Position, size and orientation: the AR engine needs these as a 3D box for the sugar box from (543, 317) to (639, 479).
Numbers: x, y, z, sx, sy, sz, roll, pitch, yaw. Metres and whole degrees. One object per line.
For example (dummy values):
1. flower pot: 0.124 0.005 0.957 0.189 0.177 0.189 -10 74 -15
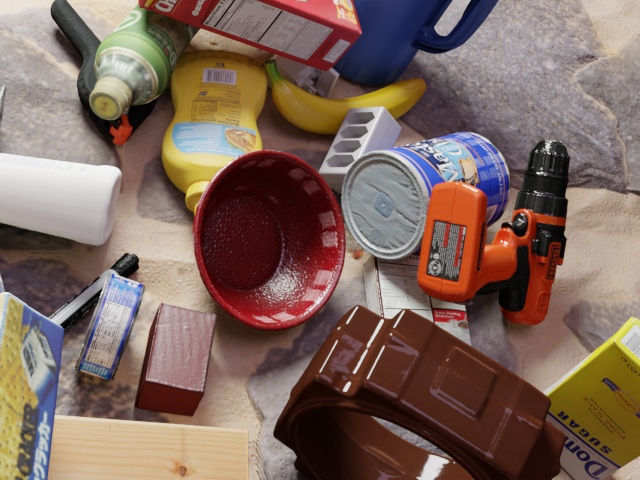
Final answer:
1. sugar box: 0.254 0.148 0.939 0.093 0.176 0.048 46 53 12

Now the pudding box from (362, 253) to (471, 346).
1. pudding box: 0.092 0.066 1.017 0.090 0.039 0.113 5 54 -15

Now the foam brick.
1. foam brick: -0.122 0.101 0.903 0.051 0.053 0.078 15 55 -12

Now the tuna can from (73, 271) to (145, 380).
1. tuna can: -0.174 0.071 0.883 0.033 0.086 0.086 20 54 -10

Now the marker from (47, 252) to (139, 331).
1. marker: -0.201 0.049 0.928 0.020 0.020 0.121 41 54 7

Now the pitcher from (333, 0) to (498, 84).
1. pitcher: 0.089 -0.266 1.102 0.145 0.243 0.149 15 55 -12

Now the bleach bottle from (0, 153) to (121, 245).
1. bleach bottle: -0.303 -0.051 0.918 0.250 0.102 0.068 10 96 -7

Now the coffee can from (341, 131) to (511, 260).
1. coffee can: 0.103 -0.046 1.032 0.140 0.103 0.103 -17 65 -46

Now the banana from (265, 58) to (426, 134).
1. banana: 0.026 -0.143 1.111 0.197 0.070 0.037 1 29 -34

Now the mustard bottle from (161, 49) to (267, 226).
1. mustard bottle: -0.103 -0.096 1.033 0.096 0.058 0.191 6 57 -6

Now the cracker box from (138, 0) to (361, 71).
1. cracker box: -0.076 -0.269 1.043 0.213 0.072 0.164 13 49 -32

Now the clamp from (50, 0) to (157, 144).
1. clamp: -0.212 -0.174 1.055 0.120 0.039 0.171 8 52 -16

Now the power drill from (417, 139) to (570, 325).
1. power drill: 0.171 -0.011 0.996 0.187 0.057 0.184 4 95 -49

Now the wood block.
1. wood block: -0.164 0.192 0.806 0.205 0.090 0.091 8 55 -16

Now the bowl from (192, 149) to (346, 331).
1. bowl: -0.056 0.001 0.968 0.161 0.055 0.162 3 84 -35
